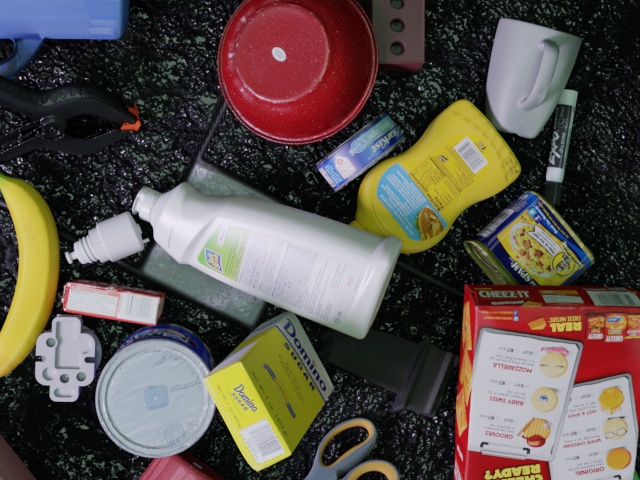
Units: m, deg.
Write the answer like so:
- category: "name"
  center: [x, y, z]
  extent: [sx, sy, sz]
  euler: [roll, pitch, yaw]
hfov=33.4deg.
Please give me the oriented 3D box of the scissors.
- category: "scissors"
  center: [-0.005, 0.254, 1.018]
  extent: [0.096, 0.016, 0.201]
  euler: [38, 65, 17]

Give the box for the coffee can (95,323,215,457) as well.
- category: "coffee can"
  center: [-0.147, 0.133, 0.980]
  extent: [0.102, 0.140, 0.103]
  euler: [0, 91, -6]

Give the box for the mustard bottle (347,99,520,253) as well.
- category: "mustard bottle"
  center: [0.094, -0.044, 1.040]
  extent: [0.191, 0.058, 0.096]
  euler: [-39, 95, -4]

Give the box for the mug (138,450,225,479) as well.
- category: "mug"
  center: [-0.127, 0.254, 1.013]
  extent: [0.117, 0.093, 0.081]
  euler: [36, 83, -9]

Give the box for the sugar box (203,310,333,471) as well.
- category: "sugar box"
  center: [-0.041, 0.131, 0.972]
  extent: [0.048, 0.176, 0.093]
  euler: [-26, 95, 19]

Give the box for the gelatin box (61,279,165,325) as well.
- category: "gelatin box"
  center: [-0.194, 0.057, 1.008]
  extent: [0.089, 0.073, 0.030]
  euler: [10, 89, -5]

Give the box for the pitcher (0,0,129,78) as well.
- category: "pitcher"
  center: [-0.297, -0.232, 0.968]
  extent: [0.242, 0.149, 0.145]
  euler: [2, 50, -9]

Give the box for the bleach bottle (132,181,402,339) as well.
- category: "bleach bottle"
  center: [-0.057, 0.001, 1.005]
  extent: [0.251, 0.068, 0.103]
  euler: [22, 115, 7]

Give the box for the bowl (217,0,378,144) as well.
- category: "bowl"
  center: [-0.029, -0.172, 1.002]
  extent: [0.162, 0.055, 0.162]
  euler: [0, 91, 15]

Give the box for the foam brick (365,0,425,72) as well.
- category: "foam brick"
  center: [0.071, -0.205, 1.037]
  extent: [0.053, 0.051, 0.078]
  euler: [-1, 92, -5]

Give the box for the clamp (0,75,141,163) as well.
- category: "clamp"
  center: [-0.259, -0.106, 1.001]
  extent: [0.171, 0.120, 0.039]
  euler: [5, 51, -22]

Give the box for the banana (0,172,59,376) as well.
- category: "banana"
  center: [-0.282, 0.027, 1.011]
  extent: [0.069, 0.037, 0.198]
  euler: [-3, 87, -18]

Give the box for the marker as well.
- category: "marker"
  center: [0.240, -0.091, 1.073]
  extent: [0.020, 0.020, 0.121]
  euler: [9, 91, -6]

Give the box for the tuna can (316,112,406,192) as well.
- category: "tuna can"
  center: [0.038, -0.085, 1.020]
  extent: [0.086, 0.086, 0.034]
  euler: [-38, 93, -4]

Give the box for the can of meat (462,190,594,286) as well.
- category: "can of meat"
  center: [0.206, 0.013, 1.054]
  extent: [0.084, 0.057, 0.102]
  euler: [-41, 95, -6]

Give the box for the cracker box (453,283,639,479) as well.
- category: "cracker box"
  center: [0.215, 0.150, 1.014]
  extent: [0.164, 0.072, 0.214]
  euler: [0, 108, -1]
